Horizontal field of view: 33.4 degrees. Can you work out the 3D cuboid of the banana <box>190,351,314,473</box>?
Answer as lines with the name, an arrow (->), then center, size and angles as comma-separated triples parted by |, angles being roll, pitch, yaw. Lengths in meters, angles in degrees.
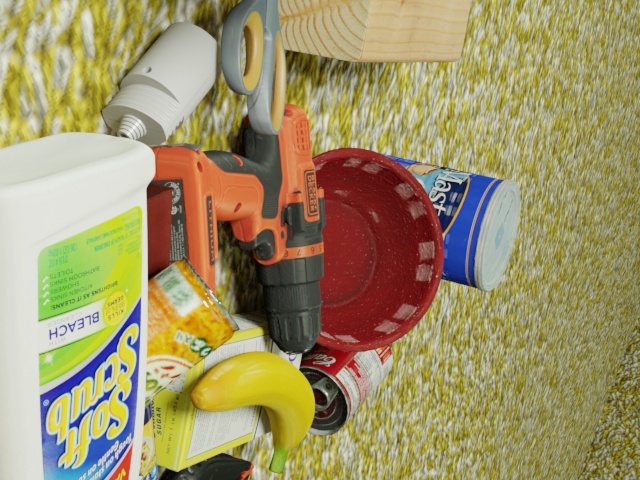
banana -> -0.038, 0.115, 0.763 | 0.197, 0.037, 0.069 | 59, 46, -60

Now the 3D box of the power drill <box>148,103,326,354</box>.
power drill -> -0.055, 0.001, 0.719 | 0.187, 0.057, 0.184 | -17, 101, -65

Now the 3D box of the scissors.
scissors -> -0.040, -0.169, 0.677 | 0.096, 0.016, 0.202 | 4, 84, -73

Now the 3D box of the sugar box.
sugar box -> -0.070, 0.105, 0.795 | 0.176, 0.048, 0.093 | -3, 105, -69

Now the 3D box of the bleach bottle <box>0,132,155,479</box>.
bleach bottle -> -0.122, 0.082, 0.510 | 0.102, 0.068, 0.251 | -28, 123, -51

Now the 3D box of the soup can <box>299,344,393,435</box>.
soup can -> 0.017, 0.122, 0.967 | 0.102, 0.069, 0.068 | -39, 137, -54

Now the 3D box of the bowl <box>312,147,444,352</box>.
bowl -> 0.018, 0.009, 0.861 | 0.161, 0.055, 0.162 | 2, 85, -25

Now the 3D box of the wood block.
wood block -> 0.039, -0.186, 0.812 | 0.205, 0.091, 0.090 | -19, 121, -62

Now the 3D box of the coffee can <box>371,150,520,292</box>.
coffee can -> 0.100, -0.019, 0.978 | 0.102, 0.140, 0.103 | -43, 141, -50
